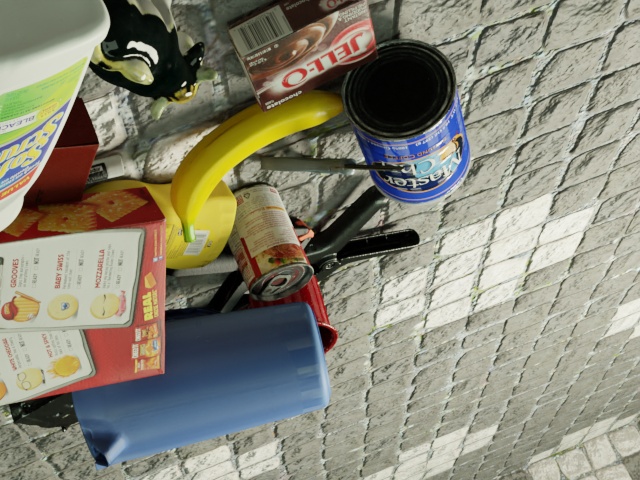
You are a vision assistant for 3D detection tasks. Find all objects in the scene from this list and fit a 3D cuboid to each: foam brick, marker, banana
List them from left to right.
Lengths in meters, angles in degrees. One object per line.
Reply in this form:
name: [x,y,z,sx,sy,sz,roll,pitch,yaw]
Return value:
foam brick: [-0.217,-0.071,0.861,0.052,0.051,0.078,-7,149,-30]
marker: [-0.231,-0.051,0.924,0.121,0.020,0.020,-16,153,-16]
banana: [-0.068,-0.083,0.964,0.198,0.037,0.069,-40,138,4]

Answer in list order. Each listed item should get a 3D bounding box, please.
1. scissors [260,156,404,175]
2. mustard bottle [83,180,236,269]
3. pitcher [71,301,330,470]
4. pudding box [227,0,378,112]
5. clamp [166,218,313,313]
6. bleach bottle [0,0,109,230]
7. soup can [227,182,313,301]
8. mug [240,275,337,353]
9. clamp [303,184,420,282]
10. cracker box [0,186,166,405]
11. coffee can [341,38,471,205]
scissors: [0.003,-0.069,0.979,0.096,0.016,0.202,0,-176,-12]
mustard bottle: [-0.178,-0.013,0.996,0.191,0.058,0.096,-3,137,-38]
pitcher: [-0.119,0.128,1.056,0.242,0.149,0.145,-11,171,-4]
pudding box: [-0.012,-0.162,0.877,0.113,0.039,0.090,-24,155,0]
clamp: [-0.089,0.022,1.143,0.171,0.039,0.120,-40,143,-9]
bleach bottle: [-0.216,-0.073,0.718,0.102,0.068,0.251,-32,167,-34]
soup can: [-0.057,0.001,1.079,0.068,0.102,0.068,-20,154,-10]
mug: [-0.046,0.088,1.207,0.117,0.081,0.093,-20,147,6]
clamp: [0.014,0.015,1.241,0.210,0.036,0.164,-29,153,15]
cracker box: [-0.242,0.050,0.907,0.213,0.072,0.164,-9,123,-22]
coffee can: [0.083,-0.107,0.993,0.103,0.103,0.140,-25,154,2]
